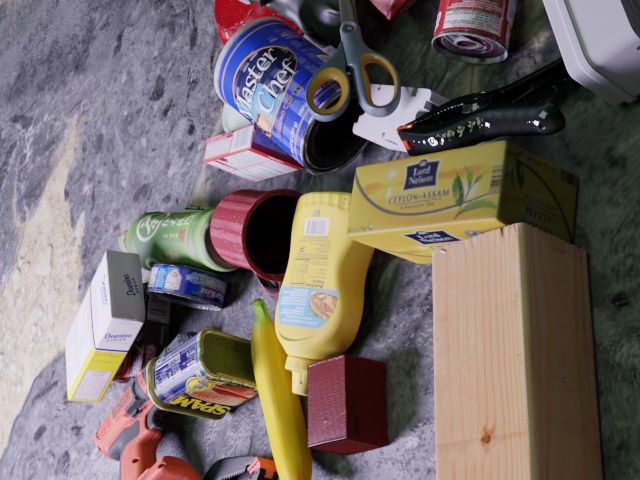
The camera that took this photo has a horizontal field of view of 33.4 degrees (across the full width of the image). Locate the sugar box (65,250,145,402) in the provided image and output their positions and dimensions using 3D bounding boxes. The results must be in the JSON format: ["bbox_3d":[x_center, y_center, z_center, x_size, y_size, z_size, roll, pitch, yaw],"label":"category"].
[{"bbox_3d":[-0.245,0.100,1.210,0.176,0.048,0.093,-52,39,42],"label":"sugar box"}]

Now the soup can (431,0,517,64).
[{"bbox_3d":[0.141,-0.217,0.948,0.069,0.068,0.102,0,75,50],"label":"soup can"}]

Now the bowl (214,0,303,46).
[{"bbox_3d":[-0.075,-0.279,1.240,0.162,0.055,0.162,-22,60,43],"label":"bowl"}]

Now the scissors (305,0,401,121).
[{"bbox_3d":[0.013,-0.183,1.000,0.096,0.016,0.202,-24,55,0],"label":"scissors"}]

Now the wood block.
[{"bbox_3d":[0.145,0.104,0.798,0.091,0.090,0.206,-19,61,43],"label":"wood block"}]

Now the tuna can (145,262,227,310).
[{"bbox_3d":[-0.145,0.051,1.166,0.086,0.086,0.034,-1,73,50],"label":"tuna can"}]

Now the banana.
[{"bbox_3d":[-0.040,0.157,1.018,0.037,0.069,0.198,-20,64,7],"label":"banana"}]

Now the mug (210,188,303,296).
[{"bbox_3d":[-0.057,0.001,1.091,0.082,0.093,0.117,12,121,56],"label":"mug"}]

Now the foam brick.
[{"bbox_3d":[0.023,0.147,0.953,0.051,0.052,0.078,-23,58,43],"label":"foam brick"}]

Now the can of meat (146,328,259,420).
[{"bbox_3d":[-0.109,0.135,1.077,0.084,0.101,0.057,-34,51,35],"label":"can of meat"}]

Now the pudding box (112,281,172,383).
[{"bbox_3d":[-0.216,0.110,1.261,0.090,0.039,0.113,-14,64,48],"label":"pudding box"}]

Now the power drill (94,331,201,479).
[{"bbox_3d":[-0.173,0.207,1.135,0.185,0.057,0.188,-52,28,19],"label":"power drill"}]

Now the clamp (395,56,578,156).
[{"bbox_3d":[0.136,-0.098,0.864,0.172,0.039,0.120,-21,15,28],"label":"clamp"}]

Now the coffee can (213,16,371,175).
[{"bbox_3d":[-0.024,-0.144,1.058,0.140,0.102,0.103,41,108,31],"label":"coffee can"}]

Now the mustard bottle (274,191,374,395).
[{"bbox_3d":[0.001,0.052,1.013,0.096,0.058,0.191,3,77,46],"label":"mustard bottle"}]

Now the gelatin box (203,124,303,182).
[{"bbox_3d":[-0.071,-0.093,1.146,0.089,0.073,0.030,-10,67,48],"label":"gelatin box"}]

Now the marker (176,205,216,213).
[{"bbox_3d":[-0.126,-0.029,1.228,0.121,0.020,0.020,5,79,51],"label":"marker"}]

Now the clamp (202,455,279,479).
[{"bbox_3d":[-0.115,0.277,1.077,0.210,0.036,0.165,-53,39,21],"label":"clamp"}]
